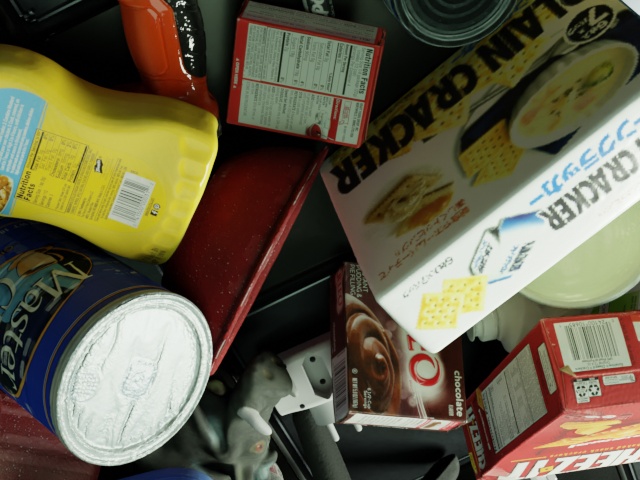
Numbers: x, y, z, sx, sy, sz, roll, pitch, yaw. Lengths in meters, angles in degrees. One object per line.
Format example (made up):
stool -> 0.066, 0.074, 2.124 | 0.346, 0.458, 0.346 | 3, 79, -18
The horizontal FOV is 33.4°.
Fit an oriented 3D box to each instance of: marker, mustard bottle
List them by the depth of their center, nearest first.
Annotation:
mustard bottle -> -0.159, -0.055, 0.583 | 0.191, 0.058, 0.096 | 18, 125, -17
marker -> 0.000, -0.140, 0.654 | 0.020, 0.020, 0.121 | -17, 125, -2

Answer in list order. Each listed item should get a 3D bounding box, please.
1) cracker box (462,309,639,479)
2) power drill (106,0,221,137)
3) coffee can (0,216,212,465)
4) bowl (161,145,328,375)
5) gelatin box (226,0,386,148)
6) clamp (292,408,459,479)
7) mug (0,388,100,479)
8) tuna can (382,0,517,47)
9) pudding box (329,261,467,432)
cracker box -> 0.211, 0.116, 0.783 | 0.164, 0.072, 0.214 | -5, 156, -10
power drill -> -0.129, -0.135, 0.603 | 0.184, 0.057, 0.188 | -4, 124, -7
coffee can -> -0.146, 0.053, 0.624 | 0.102, 0.141, 0.103 | -22, 124, -38
bowl -> -0.054, 0.001, 0.668 | 0.055, 0.162, 0.162 | 28, 115, 0
gelatin box -> -0.010, -0.101, 0.653 | 0.089, 0.030, 0.073 | 11, 127, 2
clamp -> 0.030, 0.228, 0.812 | 0.164, 0.210, 0.036 | 31, 142, -22
mug -> -0.201, 0.138, 0.752 | 0.081, 0.093, 0.117 | 17, 96, -28
tuna can -> 0.079, -0.162, 0.650 | 0.086, 0.034, 0.086 | -6, 124, -10
pudding box -> 0.054, 0.075, 0.756 | 0.090, 0.113, 0.039 | 7, 157, -18
